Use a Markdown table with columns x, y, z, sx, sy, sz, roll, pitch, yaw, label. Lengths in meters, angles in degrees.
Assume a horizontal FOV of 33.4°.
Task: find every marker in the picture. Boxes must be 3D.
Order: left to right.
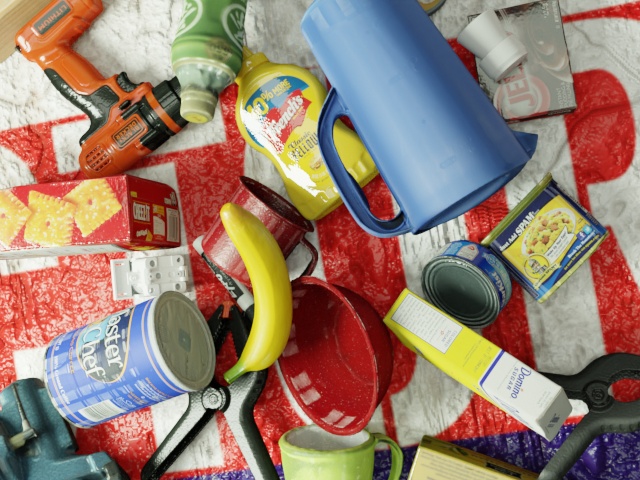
| x | y | z | sx | sy | sz | roll | pitch | yaw | label |
| --- | --- | --- | --- | --- | --- | --- | --- | --- | --- |
| -0.090 | 0.044 | 1.103 | 0.020 | 0.020 | 0.121 | -41 | 73 | 7 | marker |

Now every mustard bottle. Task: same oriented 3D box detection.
| x | y | z | sx | sy | sz | roll | pitch | yaw | label |
| --- | --- | --- | --- | --- | --- | --- | --- | --- | --- |
| -0.030 | -0.121 | 1.084 | 0.096 | 0.058 | 0.191 | -38 | 83 | 13 | mustard bottle |

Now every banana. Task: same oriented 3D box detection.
| x | y | z | sx | sy | sz | roll | pitch | yaw | label |
| --- | --- | --- | --- | --- | --- | --- | --- | --- | --- |
| -0.059 | 0.051 | 1.029 | 0.069 | 0.037 | 0.198 | -14 | 119 | -27 | banana |

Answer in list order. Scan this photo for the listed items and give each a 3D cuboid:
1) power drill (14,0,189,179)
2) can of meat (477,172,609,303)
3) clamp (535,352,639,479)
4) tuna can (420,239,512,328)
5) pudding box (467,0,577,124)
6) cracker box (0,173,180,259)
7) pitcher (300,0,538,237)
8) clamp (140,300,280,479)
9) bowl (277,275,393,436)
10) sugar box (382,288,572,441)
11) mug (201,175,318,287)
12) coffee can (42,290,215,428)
| x | y | z | sx | sy | sz | roll | pitch | yaw | label |
| --- | --- | --- | --- | --- | --- | --- | --- | --- | --- |
| -0.215 | -0.178 | 1.117 | 0.184 | 0.057 | 0.188 | -38 | 83 | 4 | power drill |
| 0.217 | -0.001 | 1.040 | 0.084 | 0.057 | 0.102 | 44 | 96 | 6 | can of meat |
| 0.264 | 0.165 | 1.025 | 0.171 | 0.039 | 0.120 | -14 | 67 | 8 | clamp |
| 0.143 | 0.042 | 1.041 | 0.086 | 0.033 | 0.086 | 24 | 136 | 25 | tuna can |
| 0.199 | -0.174 | 1.053 | 0.090 | 0.039 | 0.113 | -10 | 87 | 11 | pudding box |
| -0.266 | -0.021 | 1.071 | 0.214 | 0.164 | 0.072 | -4 | 87 | 10 | cracker box |
| 0.076 | -0.130 | 1.014 | 0.145 | 0.148 | 0.243 | -39 | 80 | 44 | pitcher |
| -0.093 | 0.169 | 1.094 | 0.165 | 0.036 | 0.210 | 11 | 86 | 23 | clamp |
| 0.022 | 0.107 | 1.051 | 0.162 | 0.055 | 0.162 | 24 | 121 | 47 | bowl |
| 0.148 | 0.118 | 1.006 | 0.176 | 0.093 | 0.048 | 35 | 84 | 28 | sugar box |
| -0.057 | 0.001 | 1.074 | 0.117 | 0.093 | 0.081 | 37 | 100 | 2 | mug |
| -0.191 | 0.121 | 1.074 | 0.140 | 0.102 | 0.103 | -22 | 86 | 23 | coffee can |
